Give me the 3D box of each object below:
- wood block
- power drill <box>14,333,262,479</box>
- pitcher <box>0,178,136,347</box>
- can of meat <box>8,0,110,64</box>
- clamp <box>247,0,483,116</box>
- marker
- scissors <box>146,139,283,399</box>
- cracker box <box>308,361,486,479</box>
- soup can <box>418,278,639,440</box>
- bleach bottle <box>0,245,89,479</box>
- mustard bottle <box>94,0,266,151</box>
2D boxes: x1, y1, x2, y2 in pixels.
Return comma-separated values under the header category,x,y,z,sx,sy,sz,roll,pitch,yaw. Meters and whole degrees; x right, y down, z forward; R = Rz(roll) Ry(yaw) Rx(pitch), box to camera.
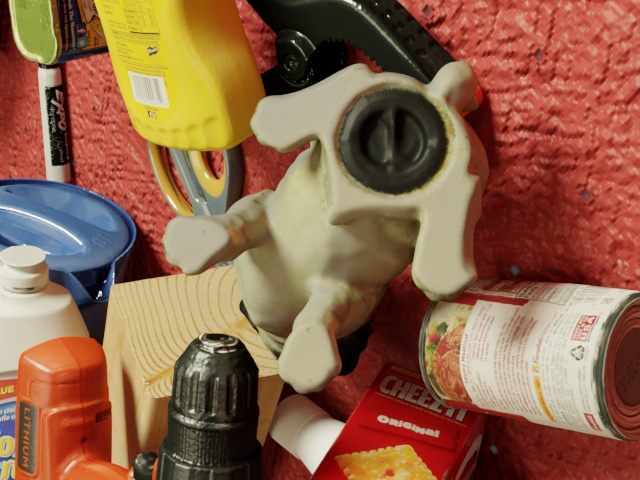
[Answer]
category,x,y,z,sx,sy,sz,roll,pitch,yaw
wood block,-0.096,0.123,0.714,0.090,0.090,0.206,62,148,35
power drill,-0.098,0.115,0.561,0.188,0.057,0.184,23,112,48
pitcher,-0.231,0.078,0.820,0.145,0.149,0.243,13,116,-6
can of meat,-0.151,-0.168,0.684,0.058,0.083,0.102,20,121,41
clamp,-0.010,-0.112,0.572,0.210,0.036,0.164,20,135,36
marker,-0.207,-0.103,0.822,0.020,0.020,0.121,24,123,40
scissors,-0.055,0.001,0.703,0.202,0.016,0.096,58,139,11
cracker box,0.016,0.191,0.553,0.072,0.213,0.164,19,122,17
soup can,0.107,0.054,0.509,0.102,0.068,0.068,3,109,46
bleach bottle,-0.209,0.119,0.729,0.102,0.068,0.251,8,117,4
mustard bottle,-0.087,-0.144,0.552,0.096,0.058,0.191,19,133,45
